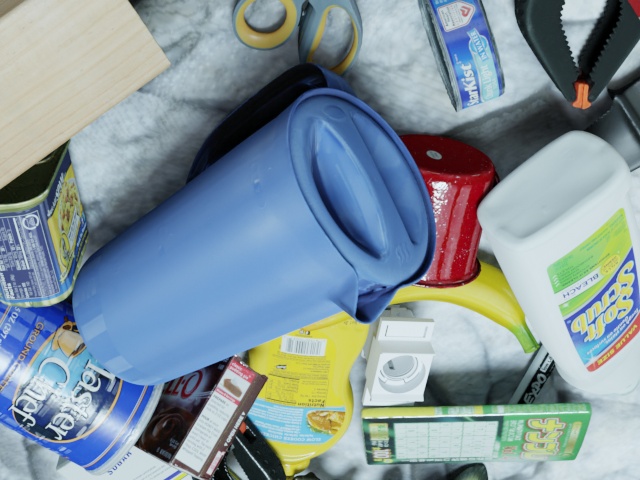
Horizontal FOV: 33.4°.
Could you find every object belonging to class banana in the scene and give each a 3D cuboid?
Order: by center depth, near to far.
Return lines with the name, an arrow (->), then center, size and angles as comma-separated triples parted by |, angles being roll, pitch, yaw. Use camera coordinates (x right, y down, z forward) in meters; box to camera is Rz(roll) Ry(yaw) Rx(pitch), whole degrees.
banana -> 0.074, 0.039, 0.781 | 0.197, 0.069, 0.037 | 7, 150, -18

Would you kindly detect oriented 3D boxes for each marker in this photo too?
marker -> 0.173, 0.119, 0.879 | 0.020, 0.020, 0.121 | 17, 118, -14

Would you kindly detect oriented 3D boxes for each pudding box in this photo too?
pudding box -> -0.096, 0.124, 0.795 | 0.039, 0.114, 0.090 | 37, 74, -26

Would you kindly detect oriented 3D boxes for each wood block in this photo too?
wood block -> -0.207, -0.094, 0.642 | 0.206, 0.091, 0.090 | -37, 135, -3

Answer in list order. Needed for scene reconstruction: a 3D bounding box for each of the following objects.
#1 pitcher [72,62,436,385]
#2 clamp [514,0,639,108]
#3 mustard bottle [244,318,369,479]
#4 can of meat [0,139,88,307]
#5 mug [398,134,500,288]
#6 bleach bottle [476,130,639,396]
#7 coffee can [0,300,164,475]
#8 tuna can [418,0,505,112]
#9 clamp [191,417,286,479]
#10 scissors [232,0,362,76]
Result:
pitcher -> -0.055, 0.001, 0.713 | 0.243, 0.149, 0.145 | -28, 104, 35
clamp -> 0.184, -0.188, 0.686 | 0.164, 0.036, 0.210 | -10, 121, -1
mustard bottle -> -0.020, 0.117, 0.842 | 0.096, 0.058, 0.192 | 6, 120, -3
can of meat -> -0.196, -0.016, 0.728 | 0.057, 0.102, 0.084 | -4, 124, 4
mug -> 0.085, -0.025, 0.755 | 0.117, 0.093, 0.081 | -10, 121, -35
bleach bottle -> 0.199, 0.038, 0.776 | 0.102, 0.068, 0.250 | -37, 135, -1
coffee can -> -0.201, 0.097, 0.793 | 0.140, 0.103, 0.103 | 35, 113, -21
tuna can -> 0.090, -0.128, 0.687 | 0.034, 0.086, 0.086 | -19, 120, 5
clamp -> -0.071, 0.218, 0.856 | 0.120, 0.039, 0.171 | -8, 107, 18
scissors -> -0.007, -0.178, 0.657 | 0.096, 0.016, 0.202 | 9, 140, 3
